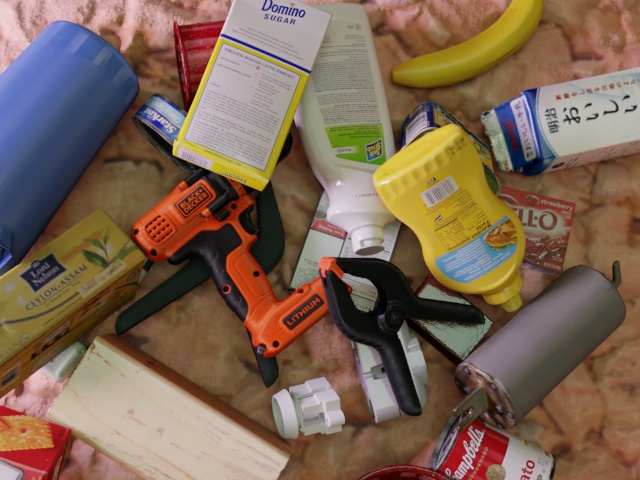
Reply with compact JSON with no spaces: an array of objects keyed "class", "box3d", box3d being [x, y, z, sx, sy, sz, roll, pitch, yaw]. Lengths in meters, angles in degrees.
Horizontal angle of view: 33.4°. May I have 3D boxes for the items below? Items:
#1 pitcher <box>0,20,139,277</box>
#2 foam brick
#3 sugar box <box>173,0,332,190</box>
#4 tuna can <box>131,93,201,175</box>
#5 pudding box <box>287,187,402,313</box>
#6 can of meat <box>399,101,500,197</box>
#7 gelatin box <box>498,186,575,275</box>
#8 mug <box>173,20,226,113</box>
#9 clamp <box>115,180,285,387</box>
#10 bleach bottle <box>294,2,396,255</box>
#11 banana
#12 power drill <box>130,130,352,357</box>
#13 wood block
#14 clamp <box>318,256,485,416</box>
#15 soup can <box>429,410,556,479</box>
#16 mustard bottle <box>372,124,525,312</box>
[{"class":"pitcher","box3d":[-0.289,-0.089,1.011,0.149,0.145,0.242,35,72,-1]},{"class":"foam brick","box3d":[0.122,0.077,1.048,0.078,0.053,0.051,40,81,2]},{"class":"sugar box","box3d":[-0.062,-0.145,0.989,0.093,0.048,0.176,23,73,-7]},{"class":"tuna can","box3d":[-0.142,-0.103,1.042,0.086,0.086,0.033,40,80,3]},{"class":"pudding box","box3d":[0.026,0.012,1.059,0.090,0.039,0.113,19,83,0]},{"class":"can of meat","box3d":[0.124,-0.081,1.041,0.102,0.084,0.058,39,114,-16]},{"class":"gelatin box","box3d":[0.205,-0.011,1.076,0.089,0.030,0.073,14,81,-1]},{"class":"mug","box3d":[-0.097,-0.164,1.056,0.081,0.093,0.117,-9,99,-9]},{"class":"clamp","box3d":[-0.084,0.032,1.050,0.164,0.036,0.210,27,77,-5]},{"class":"bleach bottle","box3d":[0.019,-0.106,1.039,0.102,0.068,0.251,-6,71,-9]},{"class":"banana","box3d":[0.165,-0.208,1.102,0.197,0.037,0.070,-40,68,-9]},{"class":"power drill","box3d":[-0.057,0.001,1.010,0.184,0.057,0.188,-40,84,-9]},{"class":"wood block","box3d":[-0.137,0.178,0.996,0.206,0.091,0.090,32,87,2]},{"class":"clamp","box3d":[0.061,0.080,0.979,0.171,0.039,0.120,31,76,-16]},{"class":"soup can","box3d":[0.165,0.213,1.023,0.102,0.068,0.068,27,81,0]},{"class":"mustard bottle","box3d":[0.136,-0.008,0.997,0.096,0.058,0.191,-33,112,7]}]
